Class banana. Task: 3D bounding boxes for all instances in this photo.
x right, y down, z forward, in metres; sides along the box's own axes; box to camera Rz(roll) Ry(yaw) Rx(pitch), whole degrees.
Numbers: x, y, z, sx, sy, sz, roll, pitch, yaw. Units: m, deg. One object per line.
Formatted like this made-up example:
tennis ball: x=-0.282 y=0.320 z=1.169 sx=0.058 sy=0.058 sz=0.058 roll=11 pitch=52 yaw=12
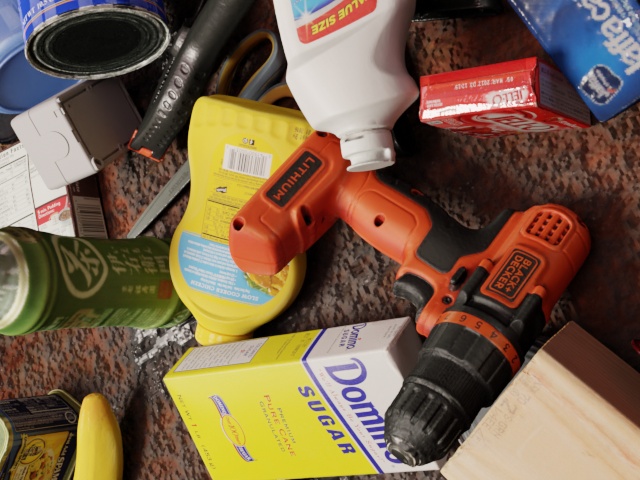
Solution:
banana: x=-0.196 y=0.212 z=0.833 sx=0.198 sy=0.069 sz=0.037 roll=-58 pitch=24 yaw=10

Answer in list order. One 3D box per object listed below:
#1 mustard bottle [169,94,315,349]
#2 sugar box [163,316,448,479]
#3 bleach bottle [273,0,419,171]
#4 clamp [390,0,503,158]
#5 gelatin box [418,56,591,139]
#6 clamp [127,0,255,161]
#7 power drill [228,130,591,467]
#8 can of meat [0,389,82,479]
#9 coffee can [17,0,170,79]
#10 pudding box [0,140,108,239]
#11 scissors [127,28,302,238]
mustard bottle: x=-0.055 y=0.001 z=0.743 sx=0.096 sy=0.058 sz=0.192 roll=14 pitch=103 yaw=9
sugar box: x=-0.009 y=0.108 z=0.700 sx=0.177 sy=0.048 sz=0.093 roll=-11 pitch=113 yaw=33
bleach bottle: x=0.019 y=-0.168 z=0.635 sx=0.103 sy=0.068 sz=0.251 roll=-10 pitch=85 yaw=13
clamp: x=0.031 y=-0.135 z=0.714 sx=0.172 sy=0.039 sz=0.120 roll=34 pitch=101 yaw=36
gelatin box: x=0.110 y=-0.081 z=0.629 sx=0.073 sy=0.089 sz=0.030 roll=-3 pitch=86 yaw=33
clamp: x=-0.083 y=-0.149 z=0.767 sx=0.210 sy=0.036 sz=0.164 roll=-55 pitch=18 yaw=36
power drill: x=0.040 y=0.023 z=0.628 sx=0.188 sy=0.057 sz=0.184 roll=29 pitch=59 yaw=22
can of meat: x=-0.244 y=0.173 z=0.851 sx=0.058 sy=0.083 sz=0.102 roll=32 pitch=105 yaw=30
coffee can: x=-0.170 y=-0.201 z=0.765 sx=0.103 sy=0.102 sz=0.140 roll=-23 pitch=72 yaw=30
pudding box: x=-0.226 y=-0.030 z=0.878 sx=0.090 sy=0.039 sz=0.113 roll=-21 pitch=74 yaw=31
scissors: x=-0.072 y=-0.059 z=0.791 sx=0.096 sy=0.016 sz=0.202 roll=39 pitch=109 yaw=28
